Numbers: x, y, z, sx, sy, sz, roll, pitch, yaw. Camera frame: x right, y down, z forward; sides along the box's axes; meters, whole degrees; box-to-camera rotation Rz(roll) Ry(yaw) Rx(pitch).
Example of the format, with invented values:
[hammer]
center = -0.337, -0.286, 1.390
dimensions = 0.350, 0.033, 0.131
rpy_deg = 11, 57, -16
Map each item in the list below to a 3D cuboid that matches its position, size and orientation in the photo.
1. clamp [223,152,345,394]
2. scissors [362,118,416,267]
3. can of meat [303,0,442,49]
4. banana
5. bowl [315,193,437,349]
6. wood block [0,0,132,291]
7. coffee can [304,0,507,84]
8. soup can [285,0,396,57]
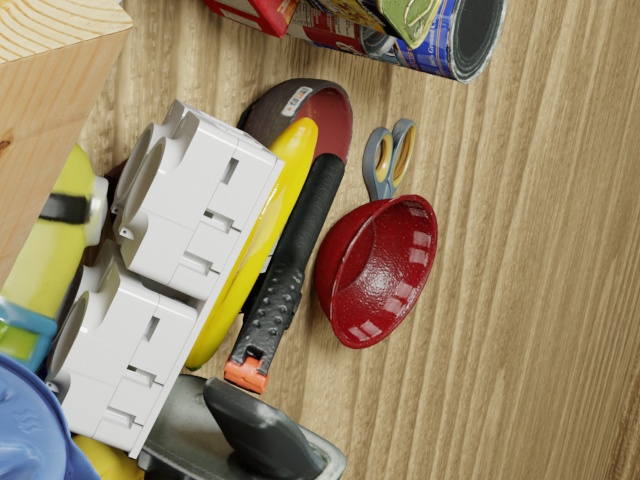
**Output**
[clamp]
center = -0.029, 0.032, 0.739
dimensions = 0.210, 0.036, 0.165
rpy_deg = -75, -172, -70
[scissors]
center = 0.052, -0.030, 1.076
dimensions = 0.096, 0.016, 0.202
rpy_deg = 16, 93, -62
[can of meat]
center = 0.025, -0.172, 0.685
dimensions = 0.057, 0.084, 0.102
rpy_deg = -66, 159, 0
[banana]
center = -0.056, 0.009, 0.702
dimensions = 0.198, 0.037, 0.069
rpy_deg = -62, -171, 12
[bowl]
center = 0.045, 0.022, 1.036
dimensions = 0.161, 0.055, 0.162
rpy_deg = -30, 134, -38
[wood block]
center = -0.173, -0.039, 0.458
dimensions = 0.090, 0.090, 0.206
rpy_deg = -31, 165, -48
[coffee can]
center = 0.065, -0.191, 0.853
dimensions = 0.102, 0.140, 0.103
rpy_deg = -41, 141, -45
[soup can]
center = 0.004, -0.179, 0.789
dimensions = 0.068, 0.102, 0.068
rpy_deg = -41, 141, -45
